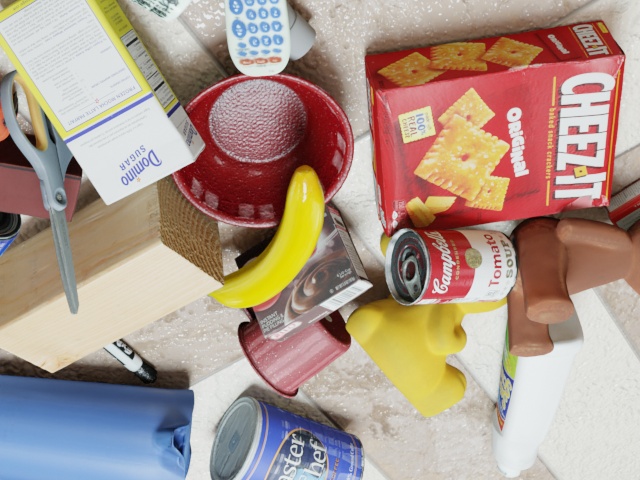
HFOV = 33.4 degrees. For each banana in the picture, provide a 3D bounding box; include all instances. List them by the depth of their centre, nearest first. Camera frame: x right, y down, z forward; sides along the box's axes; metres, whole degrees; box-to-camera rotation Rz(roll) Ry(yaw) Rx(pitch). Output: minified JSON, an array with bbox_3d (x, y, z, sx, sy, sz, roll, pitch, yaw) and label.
[{"bbox_3d":[-0.043,0.009,0.959,0.069,0.037,0.198,21,132,-29],"label":"banana"}]

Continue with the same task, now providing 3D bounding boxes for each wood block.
[{"bbox_3d":[-0.198,0.029,0.970,0.206,0.090,0.090,-27,142,22],"label":"wood block"}]

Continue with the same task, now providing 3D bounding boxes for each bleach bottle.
[{"bbox_3d":[0.223,0.170,1.152,0.068,0.102,0.251,1,128,-2],"label":"bleach bottle"}]

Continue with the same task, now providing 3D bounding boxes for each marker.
[{"bbox_3d":[-0.211,0.112,1.103,0.020,0.020,0.121,-30,126,16],"label":"marker"}]

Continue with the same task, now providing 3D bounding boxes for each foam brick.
[{"bbox_3d":[-0.251,-0.057,0.940,0.078,0.053,0.051,9,127,-13],"label":"foam brick"}]

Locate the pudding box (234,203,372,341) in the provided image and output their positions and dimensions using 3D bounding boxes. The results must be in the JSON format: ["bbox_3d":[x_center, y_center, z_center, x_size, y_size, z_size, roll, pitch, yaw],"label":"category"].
[{"bbox_3d":[-0.017,0.031,1.015,0.114,0.090,0.039,-31,154,15],"label":"pudding box"}]

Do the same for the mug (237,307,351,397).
[{"bbox_3d":[-0.030,0.088,1.072,0.082,0.093,0.117,-38,88,16],"label":"mug"}]

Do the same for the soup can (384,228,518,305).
[{"bbox_3d":[0.118,0.023,0.963,0.102,0.068,0.069,0,131,-29],"label":"soup can"}]

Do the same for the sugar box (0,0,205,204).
[{"bbox_3d":[-0.179,-0.125,0.861,0.093,0.048,0.176,-24,111,20],"label":"sugar box"}]

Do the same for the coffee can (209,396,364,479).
[{"bbox_3d":[-0.037,0.242,1.177,0.140,0.103,0.103,24,122,-24],"label":"coffee can"}]

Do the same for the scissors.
[{"bbox_3d":[-0.213,-0.047,0.894,0.016,0.096,0.202,-11,103,28],"label":"scissors"}]

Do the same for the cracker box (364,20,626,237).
[{"bbox_3d":[0.152,-0.095,0.948,0.213,0.072,0.164,-8,130,-2],"label":"cracker box"}]

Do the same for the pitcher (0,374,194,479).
[{"bbox_3d":[-0.258,0.210,1.119,0.242,0.145,0.149,9,115,-10],"label":"pitcher"}]

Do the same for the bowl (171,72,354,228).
[{"bbox_3d":[-0.053,-0.090,0.936,0.162,0.055,0.162,-3,129,-4],"label":"bowl"}]
